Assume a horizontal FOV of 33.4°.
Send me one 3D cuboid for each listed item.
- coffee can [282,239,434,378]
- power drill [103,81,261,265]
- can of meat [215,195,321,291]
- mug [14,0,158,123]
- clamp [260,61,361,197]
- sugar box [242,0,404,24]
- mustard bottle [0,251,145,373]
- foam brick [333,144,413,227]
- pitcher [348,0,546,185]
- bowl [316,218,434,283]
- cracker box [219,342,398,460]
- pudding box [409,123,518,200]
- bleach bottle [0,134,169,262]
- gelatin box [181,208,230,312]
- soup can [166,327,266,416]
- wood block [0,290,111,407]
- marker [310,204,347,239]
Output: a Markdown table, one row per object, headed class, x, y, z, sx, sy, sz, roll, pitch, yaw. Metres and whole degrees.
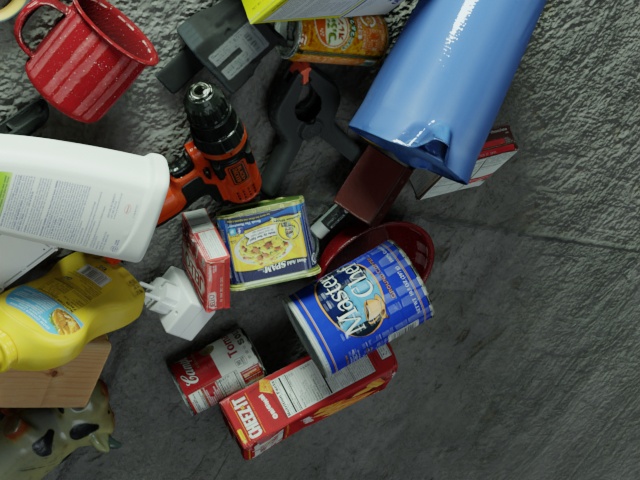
| class | x | y | z | sx | sy | sz | roll | pitch | yaw |
| --- | --- | --- | --- | --- | --- | --- | --- | --- | --- |
| coffee can | 0.042 | 0.076 | 1.201 | 0.140 | 0.103 | 0.103 | -29 | 137 | -8 |
| power drill | -0.154 | -0.063 | 1.051 | 0.187 | 0.057 | 0.184 | -28 | 150 | -4 |
| can of meat | -0.058 | 0.001 | 1.148 | 0.102 | 0.057 | 0.084 | -12 | 100 | -4 |
| mug | -0.211 | -0.163 | 0.928 | 0.117 | 0.093 | 0.082 | 33 | 111 | -33 |
| clamp | -0.024 | -0.117 | 1.121 | 0.120 | 0.039 | 0.171 | -32 | 140 | -11 |
| sugar box | 0.021 | -0.241 | 0.979 | 0.175 | 0.048 | 0.094 | -17 | 174 | -42 |
| mustard bottle | -0.264 | 0.077 | 1.038 | 0.191 | 0.096 | 0.058 | -36 | 153 | -52 |
| foam brick | 0.058 | -0.060 | 1.188 | 0.078 | 0.051 | 0.053 | -57 | 169 | 6 |
| pitcher | 0.134 | -0.188 | 1.069 | 0.144 | 0.149 | 0.243 | 24 | 93 | -58 |
| bowl | 0.055 | 0.028 | 1.285 | 0.162 | 0.055 | 0.162 | -17 | 134 | -19 |
| cracker box | -0.014 | 0.191 | 1.328 | 0.213 | 0.072 | 0.164 | -27 | 166 | -10 |
| pudding box | 0.161 | -0.089 | 1.224 | 0.089 | 0.039 | 0.114 | -14 | 164 | -21 |
| bleach bottle | -0.267 | -0.053 | 0.931 | 0.250 | 0.068 | 0.103 | 13 | 116 | -22 |
| gelatin box | -0.123 | 0.021 | 1.141 | 0.030 | 0.089 | 0.073 | -12 | 133 | -19 |
| soup can | -0.124 | 0.157 | 1.278 | 0.102 | 0.069 | 0.068 | -28 | 137 | -9 |
| wood block | -0.334 | 0.110 | 1.088 | 0.205 | 0.090 | 0.091 | 7 | 122 | -36 |
| marker | 0.037 | -0.049 | 1.232 | 0.121 | 0.020 | 0.020 | -44 | 137 | 10 |
